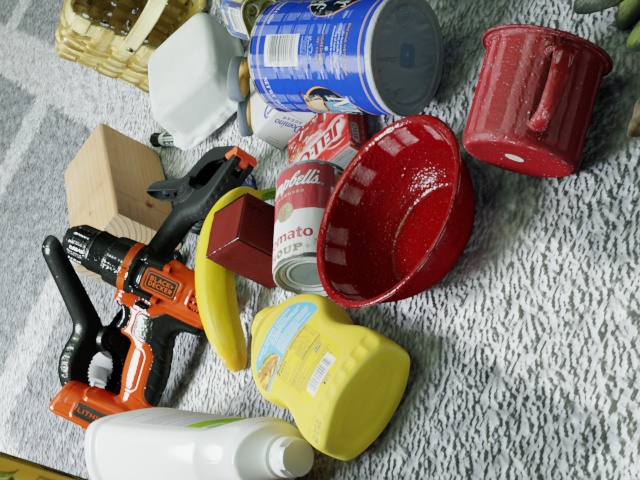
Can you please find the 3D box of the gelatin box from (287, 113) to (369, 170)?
[{"bbox_3d":[0.007,-0.087,0.999,0.089,0.030,0.073,-39,39,35],"label":"gelatin box"}]

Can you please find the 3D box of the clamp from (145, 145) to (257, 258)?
[{"bbox_3d":[-0.132,-0.051,1.102,0.172,0.039,0.120,-38,43,25],"label":"clamp"}]

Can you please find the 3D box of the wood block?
[{"bbox_3d":[-0.239,-0.040,1.269,0.090,0.090,0.206,-51,33,19],"label":"wood block"}]

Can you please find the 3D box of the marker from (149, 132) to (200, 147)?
[{"bbox_3d":[-0.180,-0.125,1.314,0.121,0.020,0.020,6,72,57],"label":"marker"}]

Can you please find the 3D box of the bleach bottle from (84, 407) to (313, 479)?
[{"bbox_3d":[-0.098,0.177,0.889,0.251,0.102,0.068,-11,88,53],"label":"bleach bottle"}]

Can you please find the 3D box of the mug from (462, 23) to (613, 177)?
[{"bbox_3d":[0.148,-0.095,0.729,0.117,0.093,0.081,128,159,-81],"label":"mug"}]

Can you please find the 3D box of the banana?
[{"bbox_3d":[-0.085,0.024,1.011,0.037,0.069,0.197,129,154,-63],"label":"banana"}]

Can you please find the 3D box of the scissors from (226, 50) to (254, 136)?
[{"bbox_3d":[-0.076,-0.182,1.194,0.201,0.016,0.096,-73,-22,-65],"label":"scissors"}]

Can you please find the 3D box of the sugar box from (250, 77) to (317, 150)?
[{"bbox_3d":[-0.004,-0.180,1.069,0.176,0.048,0.093,-39,38,32],"label":"sugar box"}]

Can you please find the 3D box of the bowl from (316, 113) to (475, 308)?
[{"bbox_3d":[0.068,-0.014,0.829,0.162,0.055,0.162,-36,41,38],"label":"bowl"}]

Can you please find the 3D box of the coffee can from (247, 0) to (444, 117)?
[{"bbox_3d":[0.021,-0.161,0.929,0.141,0.102,0.103,8,73,41],"label":"coffee can"}]

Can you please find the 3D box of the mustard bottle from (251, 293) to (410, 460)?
[{"bbox_3d":[-0.008,0.094,0.857,0.096,0.058,0.192,-61,31,1],"label":"mustard bottle"}]

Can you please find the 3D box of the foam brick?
[{"bbox_3d":[-0.056,0.001,0.981,0.051,0.078,0.053,-30,42,43],"label":"foam brick"}]

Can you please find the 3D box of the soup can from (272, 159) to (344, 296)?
[{"bbox_3d":[-0.007,-0.010,0.926,0.069,0.068,0.102,-33,43,40],"label":"soup can"}]

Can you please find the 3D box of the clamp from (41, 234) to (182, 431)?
[{"bbox_3d":[-0.235,0.096,1.121,0.036,0.164,0.210,6,81,51],"label":"clamp"}]

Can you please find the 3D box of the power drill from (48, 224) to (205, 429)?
[{"bbox_3d":[-0.198,0.094,1.054,0.188,0.184,0.057,-67,-11,5],"label":"power drill"}]

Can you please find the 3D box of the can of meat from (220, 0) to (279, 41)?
[{"bbox_3d":[-0.049,-0.251,1.146,0.102,0.057,0.084,-27,25,-14],"label":"can of meat"}]
